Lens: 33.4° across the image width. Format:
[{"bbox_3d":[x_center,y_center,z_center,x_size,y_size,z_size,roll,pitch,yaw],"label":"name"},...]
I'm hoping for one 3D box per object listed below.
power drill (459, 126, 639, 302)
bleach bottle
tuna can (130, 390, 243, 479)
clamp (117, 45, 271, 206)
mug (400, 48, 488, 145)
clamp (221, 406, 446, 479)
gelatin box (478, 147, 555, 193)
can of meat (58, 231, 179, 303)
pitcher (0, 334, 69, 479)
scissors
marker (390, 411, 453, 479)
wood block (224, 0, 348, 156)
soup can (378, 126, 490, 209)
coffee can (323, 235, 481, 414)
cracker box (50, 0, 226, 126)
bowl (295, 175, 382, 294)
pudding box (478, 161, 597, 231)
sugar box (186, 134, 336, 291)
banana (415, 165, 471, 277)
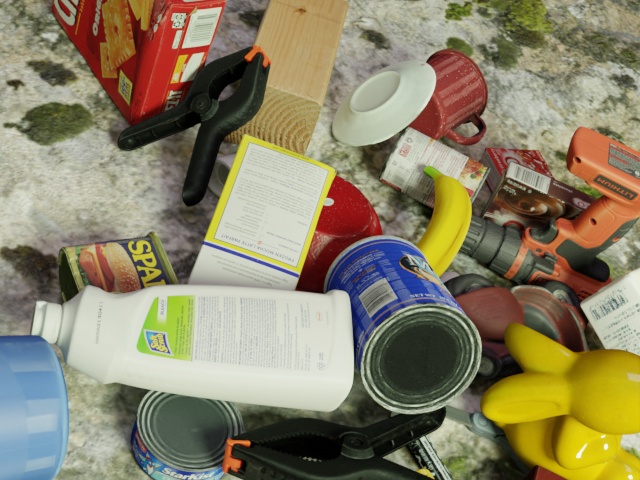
[{"bbox_3d":[0.238,-0.023,1.059,0.184,0.188,0.057,23,45,-6],"label":"power drill"},{"bbox_3d":[-0.101,0.074,0.850,0.250,0.068,0.102,10,54,-17],"label":"bleach bottle"},{"bbox_3d":[-0.106,0.154,0.846,0.086,0.034,0.086,12,44,-12],"label":"tuna can"},{"bbox_3d":[-0.120,-0.126,1.053,0.120,0.039,0.171,31,78,22],"label":"clamp"},{"bbox_3d":[0.139,-0.154,1.223,0.117,0.093,0.081,48,52,9],"label":"mug"},{"bbox_3d":[0.032,0.175,0.820,0.209,0.036,0.165,3,21,-20],"label":"clamp"},{"bbox_3d":[0.230,-0.066,1.214,0.073,0.030,0.089,0,47,-23],"label":"gelatin box"},{"bbox_3d":[-0.171,0.045,0.910,0.083,0.057,0.102,-8,52,-27],"label":"can of meat"},{"bbox_3d":[-0.297,0.132,0.716,0.242,0.145,0.149,-3,72,-30],"label":"pitcher"},{"bbox_3d":[0.158,0.157,0.969,0.202,0.016,0.096,32,46,7],"label":"scissors"},{"bbox_3d":[0.097,0.193,0.906,0.020,0.020,0.121,-10,52,-31],"label":"marker"},{"bbox_3d":[-0.035,-0.190,1.178,0.091,0.090,0.206,18,43,-4],"label":"wood block"},{"bbox_3d":[0.121,-0.071,1.144,0.102,0.069,0.068,28,43,6],"label":"soup can"},{"bbox_3d":[0.067,0.069,0.920,0.102,0.103,0.140,8,21,-16],"label":"coffee can"},{"bbox_3d":[-0.197,-0.243,1.105,0.071,0.164,0.214,-15,55,-37],"label":"cracker box"},{"bbox_3d":[-0.002,-0.018,1.047,0.162,0.055,0.162,13,43,-12],"label":"bowl"},{"bbox_3d":[0.231,-0.022,1.127,0.113,0.090,0.039,26,41,4],"label":"pudding box"},{"bbox_3d":[-0.057,0.001,0.962,0.093,0.048,0.176,20,71,-2],"label":"sugar box"},{"bbox_3d":[0.103,0.005,1.043,0.070,0.037,0.197,-1,47,38],"label":"banana"}]
